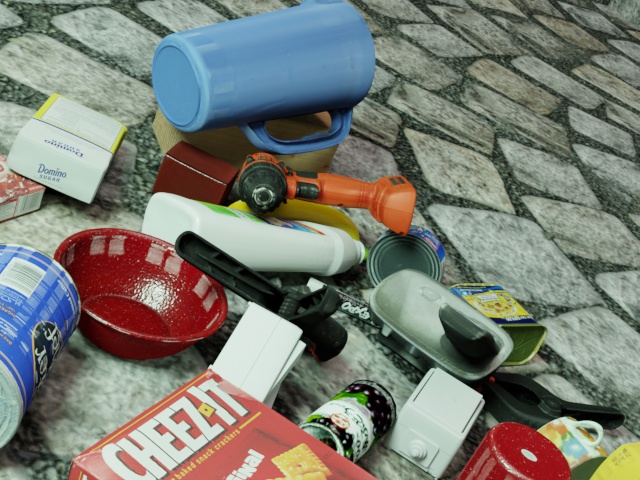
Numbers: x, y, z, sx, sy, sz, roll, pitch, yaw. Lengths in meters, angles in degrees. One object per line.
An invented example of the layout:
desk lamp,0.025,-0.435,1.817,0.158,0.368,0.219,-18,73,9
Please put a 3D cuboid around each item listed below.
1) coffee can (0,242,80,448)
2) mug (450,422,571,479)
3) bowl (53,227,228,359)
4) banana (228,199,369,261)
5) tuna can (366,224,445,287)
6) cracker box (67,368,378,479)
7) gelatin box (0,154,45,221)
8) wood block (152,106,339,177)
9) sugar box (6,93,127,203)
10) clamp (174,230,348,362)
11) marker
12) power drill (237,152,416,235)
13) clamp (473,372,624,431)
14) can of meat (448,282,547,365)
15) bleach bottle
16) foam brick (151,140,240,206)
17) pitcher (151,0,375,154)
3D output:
coffee can,-0.250,0.079,0.800,0.102,0.103,0.140,23,28,-5
mug,0.167,0.209,0.947,0.093,0.082,0.117,22,28,-9
bowl,-0.167,0.057,0.957,0.162,0.055,0.162,20,28,-11
banana,-0.031,-0.024,1.228,0.197,0.037,0.070,11,29,-26
tuna can,0.097,0.026,1.199,0.086,0.086,0.033,29,27,6
cracker box,-0.052,0.198,0.769,0.214,0.072,0.163,31,31,20
gelatin box,-0.325,-0.051,1.036,0.073,0.030,0.089,35,29,16
wood block,-0.090,-0.136,1.316,0.205,0.090,0.091,9,31,-28
sugar box,-0.264,-0.100,1.126,0.093,0.048,0.176,24,20,-10
clamp,-0.037,0.058,0.968,0.165,0.036,0.210,24,-15,22
marker,0.040,0.073,1.141,0.121,0.020,0.020,25,28,-1
power drill,0.004,-0.051,1.143,0.187,0.057,0.184,11,12,-6
clamp,0.235,0.187,1.090,0.171,0.039,0.120,19,23,0
can of meat,0.188,0.092,1.193,0.101,0.057,0.084,3,33,-38
bleach bottle,-0.057,0.001,1.132,0.250,0.068,0.103,7,10,-42
foam brick,-0.140,-0.067,1.196,0.078,0.053,0.051,27,28,0
pitcher,-0.062,-0.185,1.211,0.242,0.145,0.149,-19,57,-38
